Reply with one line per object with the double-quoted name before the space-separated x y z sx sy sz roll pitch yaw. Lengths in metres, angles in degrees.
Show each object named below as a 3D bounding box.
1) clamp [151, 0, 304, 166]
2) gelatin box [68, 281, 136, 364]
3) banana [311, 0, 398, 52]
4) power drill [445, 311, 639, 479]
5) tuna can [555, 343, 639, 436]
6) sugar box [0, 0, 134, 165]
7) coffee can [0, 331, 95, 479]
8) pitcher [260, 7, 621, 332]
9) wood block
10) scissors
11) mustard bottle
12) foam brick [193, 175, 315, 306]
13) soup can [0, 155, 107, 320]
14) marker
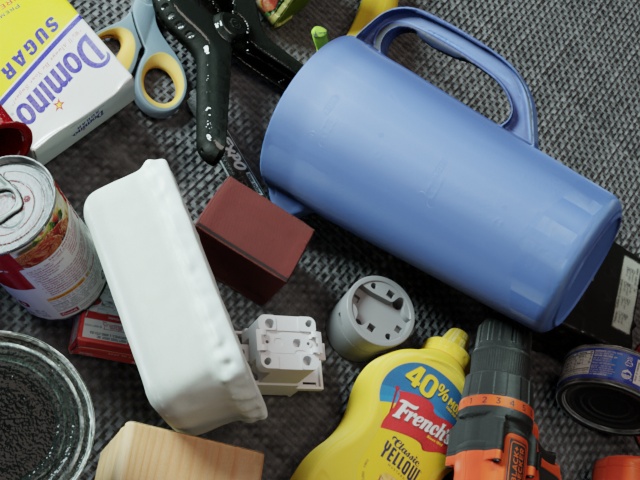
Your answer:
"clamp" -0.067 -0.160 0.854 0.164 0.036 0.210 -12 70 -43
"gelatin box" -0.131 0.041 0.742 0.073 0.030 0.089 13 61 -20
"banana" 0.036 -0.175 0.896 0.037 0.070 0.197 14 33 12
"power drill" 0.169 0.163 0.773 0.187 0.057 0.184 30 59 -29
"tuna can" 0.229 0.119 0.836 0.086 0.086 0.033 30 59 -9
"sugar box" -0.224 -0.148 0.771 0.093 0.048 0.176 -40 84 -18
"coffee can" -0.193 0.122 0.607 0.102 0.140 0.103 10 62 -20
"pitcher" 0.091 -0.048 0.768 0.243 0.149 0.144 32 51 20
"wood block" -0.101 0.225 0.630 0.090 0.090 0.206 17 61 -16
"scissors" -0.127 -0.175 0.857 0.096 0.016 0.201 33 57 -9
"mustard bottle" 0.059 0.136 0.765 0.096 0.058 0.191 43 55 -10
"foam brick" -0.055 0.001 0.782 0.078 0.053 0.051 33 57 -8
"soup can" -0.181 0.001 0.676 0.068 0.102 0.068 -4 62 8
"marker" -0.071 -0.065 0.827 0.020 0.020 0.121 -23 78 -32
